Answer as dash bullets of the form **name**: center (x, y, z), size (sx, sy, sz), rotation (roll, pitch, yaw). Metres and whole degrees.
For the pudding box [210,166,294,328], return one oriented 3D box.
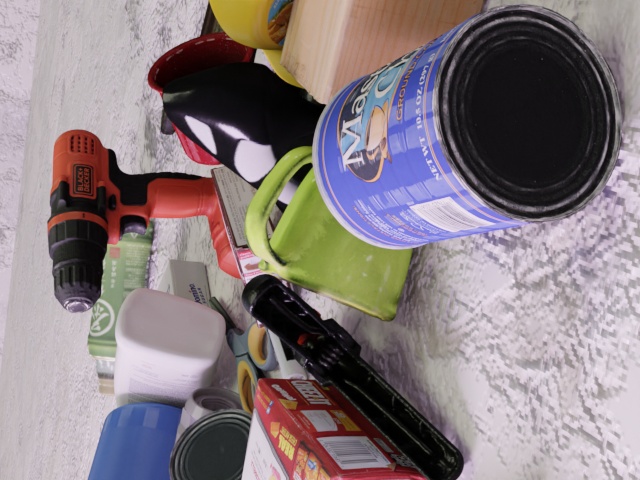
- **pudding box**: center (-0.056, 0.001, 0.879), size (0.113, 0.039, 0.090), rotation (-116, 9, -49)

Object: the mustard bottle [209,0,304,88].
- **mustard bottle**: center (-0.029, -0.172, 0.714), size (0.058, 0.191, 0.096), rotation (21, 89, 24)

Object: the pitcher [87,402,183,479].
- **pitcher**: center (-0.164, 0.284, 0.989), size (0.149, 0.145, 0.242), rotation (118, 163, -53)

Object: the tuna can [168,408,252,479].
- **tuna can**: center (-0.079, 0.184, 0.882), size (0.033, 0.086, 0.086), rotation (61, -175, -42)

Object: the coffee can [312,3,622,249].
- **coffee can**: center (0.069, -0.052, 0.549), size (0.140, 0.102, 0.103), rotation (167, 106, -66)

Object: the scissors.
- **scissors**: center (-0.069, 0.079, 0.969), size (0.202, 0.016, 0.096), rotation (-115, 38, -50)

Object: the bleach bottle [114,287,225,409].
- **bleach bottle**: center (-0.166, 0.145, 1.060), size (0.251, 0.102, 0.068), rotation (116, 169, -52)

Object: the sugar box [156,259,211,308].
- **sugar box**: center (-0.162, 0.110, 1.148), size (0.176, 0.048, 0.093), rotation (-57, 35, 42)

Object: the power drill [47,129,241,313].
- **power drill**: center (-0.150, -0.012, 0.959), size (0.057, 0.187, 0.184), rotation (126, 144, -49)

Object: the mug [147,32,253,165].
- **mug**: center (-0.085, -0.112, 0.899), size (0.117, 0.093, 0.081), rotation (53, 166, 51)

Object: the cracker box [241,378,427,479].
- **cracker box**: center (-0.003, 0.219, 0.709), size (0.164, 0.072, 0.214), rotation (-147, 64, -66)

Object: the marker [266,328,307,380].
- **marker**: center (-0.035, 0.074, 0.881), size (0.121, 0.020, 0.020), rotation (-113, 35, -48)

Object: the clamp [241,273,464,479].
- **clamp**: center (0.013, 0.079, 0.681), size (0.036, 0.164, 0.210), rotation (-46, 3, -3)

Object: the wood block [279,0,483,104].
- **wood block**: center (0.050, -0.187, 0.639), size (0.090, 0.090, 0.206), rotation (-127, 47, -58)
